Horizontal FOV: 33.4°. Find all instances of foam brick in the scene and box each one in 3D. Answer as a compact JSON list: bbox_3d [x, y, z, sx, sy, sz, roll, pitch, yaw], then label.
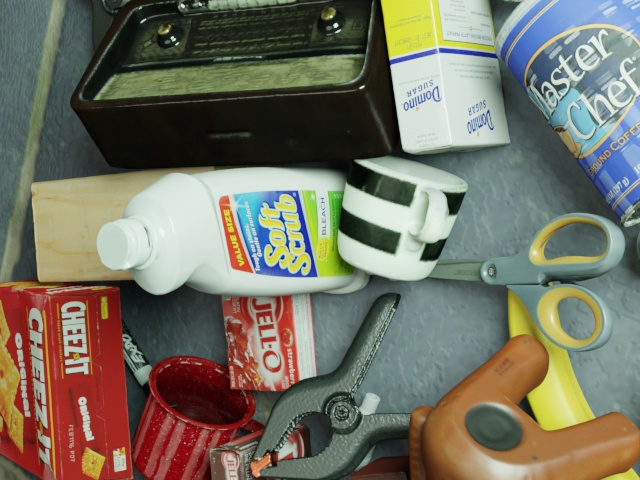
[{"bbox_3d":[0.062,0.207,0.808,0.053,0.051,0.078,-13,87,34],"label":"foam brick"}]

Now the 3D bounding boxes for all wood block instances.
[{"bbox_3d":[-0.137,-0.014,0.898,0.206,0.090,0.090,-3,93,35],"label":"wood block"}]

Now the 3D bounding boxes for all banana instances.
[{"bbox_3d":[0.170,0.103,0.728,0.070,0.037,0.198,-42,66,38],"label":"banana"}]

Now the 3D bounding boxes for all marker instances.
[{"bbox_3d":[-0.172,0.104,0.978,0.020,0.020,0.121,-46,70,29],"label":"marker"}]

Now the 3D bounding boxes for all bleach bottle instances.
[{"bbox_3d":[-0.055,0.001,0.745,0.068,0.250,0.102,5,98,34],"label":"bleach bottle"}]

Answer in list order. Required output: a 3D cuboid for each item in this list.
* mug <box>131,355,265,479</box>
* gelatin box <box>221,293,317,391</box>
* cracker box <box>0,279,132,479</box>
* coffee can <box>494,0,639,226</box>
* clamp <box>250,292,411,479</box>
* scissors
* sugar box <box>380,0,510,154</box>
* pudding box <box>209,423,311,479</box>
[{"bbox_3d":[-0.100,0.161,0.902,0.117,0.093,0.082,20,116,-7],"label":"mug"},{"bbox_3d":[-0.043,0.078,0.879,0.073,0.030,0.089,-3,93,35],"label":"gelatin box"},{"bbox_3d":[-0.245,0.121,0.956,0.214,0.071,0.164,0,95,58],"label":"cracker box"},{"bbox_3d":[0.188,-0.094,0.658,0.103,0.102,0.140,-42,72,30],"label":"coffee can"},{"bbox_3d":[0.019,0.119,0.805,0.171,0.039,0.120,-24,69,3],"label":"clamp"},{"bbox_3d":[0.128,0.038,0.723,0.202,0.016,0.096,-26,69,53],"label":"scissors"},{"bbox_3d":[0.082,-0.148,0.732,0.048,0.093,0.176,-5,92,35],"label":"sugar box"},{"bbox_3d":[-0.043,0.211,0.858,0.039,0.089,0.113,0,96,37],"label":"pudding box"}]
